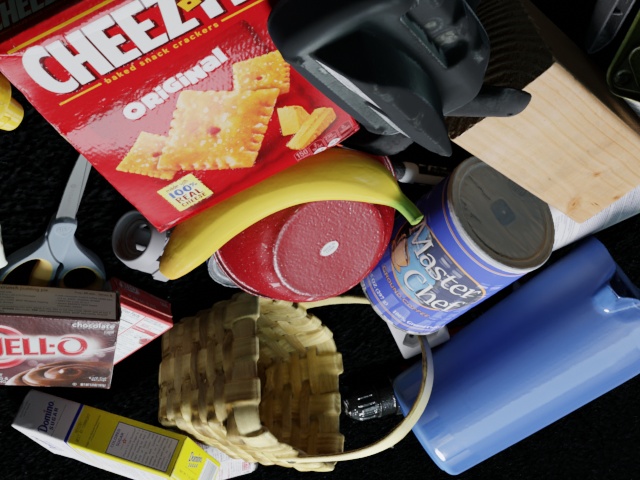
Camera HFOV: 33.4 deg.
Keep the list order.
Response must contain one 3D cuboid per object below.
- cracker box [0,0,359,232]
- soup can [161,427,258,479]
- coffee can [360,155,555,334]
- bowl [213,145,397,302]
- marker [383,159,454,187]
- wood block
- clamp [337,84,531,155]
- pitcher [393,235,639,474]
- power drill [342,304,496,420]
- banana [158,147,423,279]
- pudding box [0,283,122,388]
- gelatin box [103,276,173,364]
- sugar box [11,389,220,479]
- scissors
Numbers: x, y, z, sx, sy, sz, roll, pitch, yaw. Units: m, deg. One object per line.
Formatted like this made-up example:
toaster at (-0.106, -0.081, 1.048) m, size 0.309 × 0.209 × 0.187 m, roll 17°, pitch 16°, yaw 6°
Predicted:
cracker box at (-0.086, -0.110, 0.670) m, size 0.164 × 0.072 × 0.213 m, roll -26°, pitch 147°, yaw 7°
soup can at (-0.125, 0.227, 1.155) m, size 0.102 × 0.068 × 0.069 m, roll -10°, pitch 146°, yaw -18°
coffee can at (0.111, 0.006, 0.892) m, size 0.102 × 0.103 × 0.141 m, roll 2°, pitch 153°, yaw -32°
bowl at (-0.003, -0.009, 0.829) m, size 0.162 × 0.055 × 0.162 m, roll -12°, pitch 124°, yaw -18°
marker at (0.092, -0.055, 0.901) m, size 0.120 × 0.020 × 0.020 m, roll 6°, pitch 139°, yaw -35°
wood block at (0.171, -0.099, 0.813) m, size 0.090 × 0.091 × 0.205 m, roll -37°, pitch 144°, yaw 24°
clamp at (0.069, -0.102, 0.732) m, size 0.039 × 0.120 × 0.172 m, roll 21°, pitch 133°, yaw -38°
pitcher at (0.197, 0.116, 1.010) m, size 0.243 × 0.145 × 0.149 m, roll -33°, pitch 117°, yaw 6°
power drill at (0.116, 0.125, 1.150) m, size 0.184 × 0.057 × 0.188 m, roll -16°, pitch 151°, yaw -14°
banana at (-0.030, -0.025, 0.761) m, size 0.198 × 0.069 × 0.037 m, roll -13°, pitch 172°, yaw 13°
pudding box at (-0.222, 0.078, 0.861) m, size 0.113 × 0.039 × 0.090 m, roll 3°, pitch 137°, yaw -16°
gelatin box at (-0.184, 0.073, 0.927) m, size 0.089 × 0.030 × 0.073 m, roll -33°, pitch 144°, yaw 20°
sugar box at (-0.190, 0.191, 0.998) m, size 0.176 × 0.048 × 0.093 m, roll 15°, pitch 157°, yaw 23°
scissors at (-0.183, -0.005, 0.821) m, size 0.096 × 0.016 × 0.202 m, roll 14°, pitch 135°, yaw -38°
